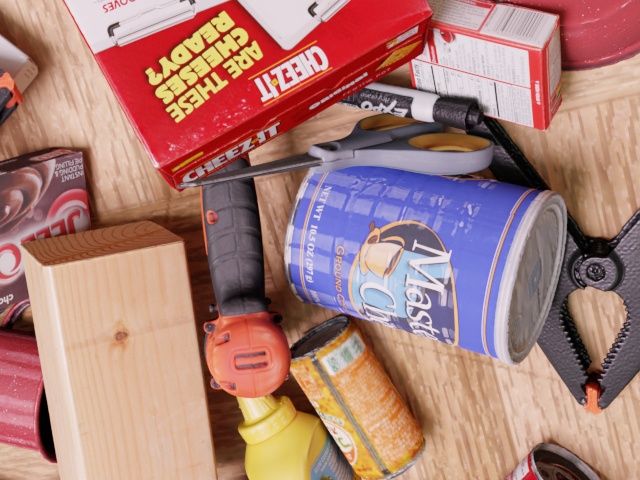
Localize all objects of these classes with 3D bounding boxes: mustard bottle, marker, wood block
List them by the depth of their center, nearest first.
[{"bbox_3d":[0.043,-0.086,0.654,0.121,0.020,0.020,16,114,30],"label":"marker"},{"bbox_3d":[-0.128,0.100,0.700,0.090,0.090,0.206,-11,104,-23],"label":"wood block"},{"bbox_3d":[-0.001,0.180,0.741,0.058,0.096,0.191,-27,101,21],"label":"mustard bottle"}]

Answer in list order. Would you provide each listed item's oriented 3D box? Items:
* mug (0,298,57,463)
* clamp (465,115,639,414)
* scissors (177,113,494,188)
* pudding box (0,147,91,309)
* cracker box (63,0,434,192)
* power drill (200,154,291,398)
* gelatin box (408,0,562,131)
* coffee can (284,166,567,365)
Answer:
[{"bbox_3d":[-0.214,0.096,0.776,0.081,0.093,0.117,9,81,16],"label":"mug"},{"bbox_3d":[0.182,0.009,0.663,0.165,0.036,0.210,-3,109,23],"label":"clamp"},{"bbox_3d":[0.023,-0.044,0.598,0.096,0.201,0.016,19,118,32],"label":"scissors"},{"bbox_3d":[-0.207,-0.007,0.717,0.039,0.113,0.090,12,114,38],"label":"pudding box"},{"bbox_3d":[-0.063,-0.159,0.582,0.164,0.072,0.214,-30,80,-2],"label":"cracker box"},{"bbox_3d":[-0.054,0.001,0.673,0.057,0.184,0.187,-8,90,-8],"label":"power drill"},{"bbox_3d":[0.094,-0.106,0.620,0.089,0.030,0.073,20,154,24],"label":"gelatin box"},{"bbox_3d":[0.064,0.006,0.641,0.140,0.102,0.103,15,113,25],"label":"coffee can"}]
